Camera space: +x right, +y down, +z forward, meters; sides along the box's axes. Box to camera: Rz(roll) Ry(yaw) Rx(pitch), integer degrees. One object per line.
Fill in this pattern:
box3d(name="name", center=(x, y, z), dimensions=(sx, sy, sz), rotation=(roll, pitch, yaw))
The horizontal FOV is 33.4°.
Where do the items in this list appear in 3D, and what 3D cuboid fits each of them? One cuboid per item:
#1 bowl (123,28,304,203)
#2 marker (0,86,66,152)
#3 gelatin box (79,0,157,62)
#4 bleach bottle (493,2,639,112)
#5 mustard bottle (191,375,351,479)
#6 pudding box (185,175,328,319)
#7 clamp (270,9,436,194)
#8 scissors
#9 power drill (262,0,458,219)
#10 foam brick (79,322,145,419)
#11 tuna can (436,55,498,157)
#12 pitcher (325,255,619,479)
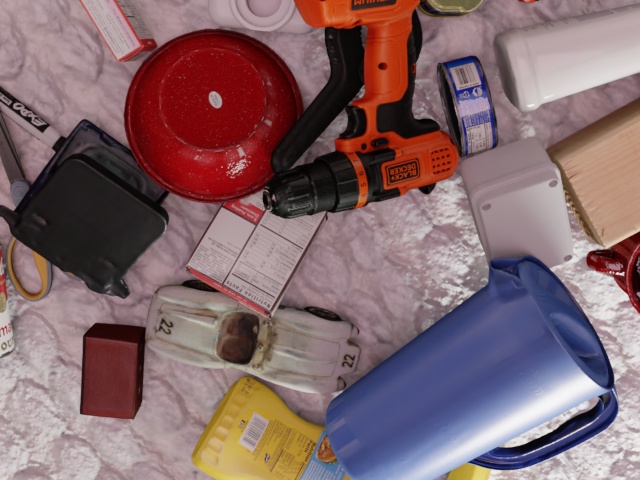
box3d(name="bowl", center=(-0.093, -0.116, 0.932), dimensions=(0.162, 0.055, 0.162), rotation=(0, 82, -4))
box3d(name="marker", center=(-0.268, -0.110, 0.978), dimensions=(0.121, 0.020, 0.020), rotation=(38, 99, -6))
box3d(name="gelatin box", center=(-0.183, -0.200, 0.932), dimensions=(0.030, 0.073, 0.089), rotation=(-31, 99, 6))
box3d(name="bleach bottle", center=(0.281, -0.177, 0.914), dimensions=(0.251, 0.102, 0.068), rotation=(-15, 105, 5))
box3d(name="mustard bottle", center=(-0.019, 0.216, 1.008), dimensions=(0.191, 0.058, 0.096), rotation=(33, 63, -6))
box3d(name="pudding box", center=(-0.056, 0.001, 0.963), dimensions=(0.090, 0.039, 0.113), rotation=(30, 79, 2))
box3d(name="clamp", center=(0.051, -0.142, 0.947), dimensions=(0.164, 0.036, 0.210), rotation=(13, 91, -28))
box3d(name="scissors", center=(-0.256, -0.040, 0.987), dimensions=(0.096, 0.016, 0.202), rotation=(-1, 106, -3))
box3d(name="power drill", center=(0.026, -0.119, 0.886), dimensions=(0.184, 0.057, 0.188), rotation=(-16, 110, -27))
box3d(name="foam brick", center=(-0.194, 0.122, 1.005), dimensions=(0.051, 0.053, 0.078), rotation=(5, 102, 0))
box3d(name="tuna can", center=(0.129, -0.118, 0.937), dimensions=(0.034, 0.086, 0.086), rotation=(-14, 100, 2))
box3d(name="pitcher", center=(0.132, 0.138, 0.947), dimensions=(0.243, 0.144, 0.149), rotation=(-37, 63, 23))
